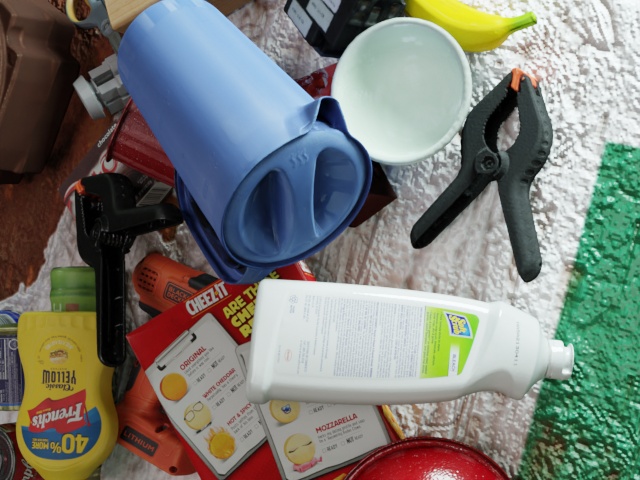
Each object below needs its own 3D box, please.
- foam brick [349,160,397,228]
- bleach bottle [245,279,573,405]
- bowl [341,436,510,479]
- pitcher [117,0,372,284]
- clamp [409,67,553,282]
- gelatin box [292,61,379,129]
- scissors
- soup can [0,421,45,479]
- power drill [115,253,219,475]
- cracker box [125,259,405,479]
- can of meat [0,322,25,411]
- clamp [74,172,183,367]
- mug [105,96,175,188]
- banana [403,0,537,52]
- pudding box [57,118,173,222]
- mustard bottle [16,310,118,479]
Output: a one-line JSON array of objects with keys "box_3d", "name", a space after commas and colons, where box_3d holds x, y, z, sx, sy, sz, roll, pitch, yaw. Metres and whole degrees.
[{"box_3d": [0.019, -0.048, 0.930, 0.051, 0.078, 0.053, -36, 69, 27], "name": "foam brick"}, {"box_3d": [0.071, 0.091, 0.843, 0.251, 0.068, 0.102, 6, 80, 1], "name": "bleach bottle"}, {"box_3d": [0.085, 0.240, 0.840, 0.162, 0.055, 0.162, 0, 99, 1], "name": "bowl"}, {"box_3d": [-0.079, -0.090, 0.887, 0.149, 0.145, 0.243, -35, 53, -5], "name": "pitcher"}, {"box_3d": [0.151, -0.051, 0.871, 0.120, 0.039, 0.171, 27, 101, 29], "name": "clamp"}, {"box_3d": [0.000, -0.113, 0.952, 0.089, 0.030, 0.073, -21, 72, -2], "name": "gelatin box"}, {"box_3d": [-0.206, -0.234, 1.085, 0.096, 0.016, 0.202, -57, 44, 5], "name": "scissors"}, {"box_3d": [-0.300, 0.220, 1.096, 0.069, 0.102, 0.068, -2, 85, 32], "name": "soup can"}, {"box_3d": [-0.122, 0.124, 1.021, 0.185, 0.057, 0.188, 24, 98, 28], "name": "power drill"}, {"box_3d": [-0.041, 0.134, 0.917, 0.164, 0.072, 0.214, -31, 80, 5], "name": "cracker box"}, {"box_3d": [-0.302, 0.128, 1.103, 0.057, 0.102, 0.084, -2, 90, 19], "name": "can of meat"}, {"box_3d": [-0.195, 0.007, 0.993, 0.210, 0.036, 0.165, 42, 115, 53], "name": "clamp"}, {"box_3d": [-0.145, -0.107, 1.027, 0.081, 0.117, 0.093, 26, 137, -5], "name": "mug"}, {"box_3d": [0.097, -0.220, 0.920, 0.069, 0.037, 0.198, -43, 66, 1], "name": "banana"}, {"box_3d": [-0.210, -0.054, 1.095, 0.114, 0.039, 0.090, -44, 65, 22], "name": "pudding box"}, {"box_3d": [-0.240, 0.163, 1.014, 0.096, 0.058, 0.191, 0, 86, 7], "name": "mustard bottle"}]
